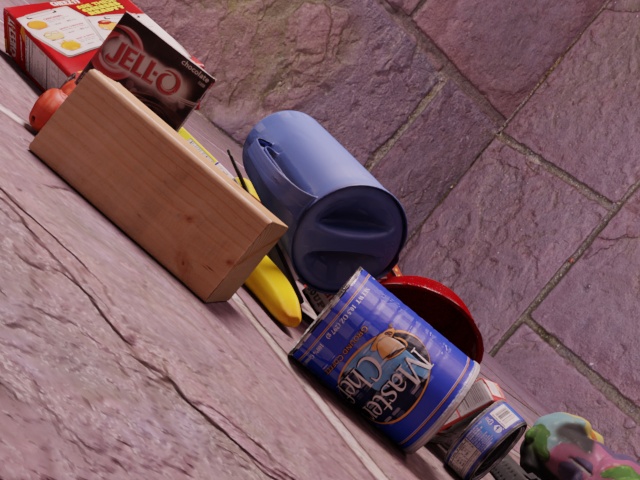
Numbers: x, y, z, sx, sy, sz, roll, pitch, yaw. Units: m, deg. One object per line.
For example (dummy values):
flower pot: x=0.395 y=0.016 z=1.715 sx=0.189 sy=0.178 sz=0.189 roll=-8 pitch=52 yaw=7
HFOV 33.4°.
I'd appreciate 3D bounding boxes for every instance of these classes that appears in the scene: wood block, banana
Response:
wood block: x=-0.139 y=-0.046 z=0.937 sx=0.206 sy=0.090 sz=0.090 roll=40 pitch=3 yaw=8
banana: x=-0.082 y=0.025 z=1.105 sx=0.198 sy=0.037 sz=0.069 roll=40 pitch=23 yaw=21

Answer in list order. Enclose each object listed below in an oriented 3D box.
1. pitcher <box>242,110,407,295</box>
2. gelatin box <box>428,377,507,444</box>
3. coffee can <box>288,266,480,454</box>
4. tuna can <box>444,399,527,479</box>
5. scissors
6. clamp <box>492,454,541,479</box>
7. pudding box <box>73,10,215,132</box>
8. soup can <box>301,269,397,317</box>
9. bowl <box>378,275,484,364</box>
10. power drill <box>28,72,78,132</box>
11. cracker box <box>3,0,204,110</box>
pitcher: x=-0.014 y=-0.060 z=1.207 sx=0.243 sy=0.144 sz=0.149 roll=-125 pitch=-153 yaw=-54
gelatin box: x=0.140 y=0.174 z=1.086 sx=0.030 sy=0.089 sz=0.073 roll=64 pitch=14 yaw=21
coffee can: x=0.057 y=0.107 z=0.955 sx=0.140 sy=0.103 sz=0.103 roll=40 pitch=4 yaw=2
tuna can: x=0.163 y=0.199 z=1.050 sx=0.034 sy=0.086 sz=0.086 roll=43 pitch=5 yaw=23
scissors: x=-0.058 y=0.001 z=1.177 sx=0.096 sy=0.016 sz=0.201 roll=-110 pitch=176 yaw=-58
clamp: x=0.224 y=0.270 z=1.173 sx=0.165 sy=0.036 sz=0.209 roll=41 pitch=1 yaw=24
pudding box: x=-0.175 y=-0.161 z=1.073 sx=0.113 sy=0.090 sz=0.039 roll=37 pitch=7 yaw=-9
soup can: x=0.038 y=0.058 z=1.238 sx=0.068 sy=0.102 sz=0.068 roll=58 pitch=-1 yaw=1
bowl: x=0.105 y=0.091 z=1.180 sx=0.162 sy=0.162 sz=0.055 roll=39 pitch=42 yaw=-13
power drill: x=-0.212 y=-0.100 z=1.097 sx=0.184 sy=0.057 sz=0.188 roll=38 pitch=4 yaw=-21
cracker box: x=-0.268 y=-0.222 z=1.307 sx=0.163 sy=0.072 sz=0.214 roll=-17 pitch=43 yaw=-34
